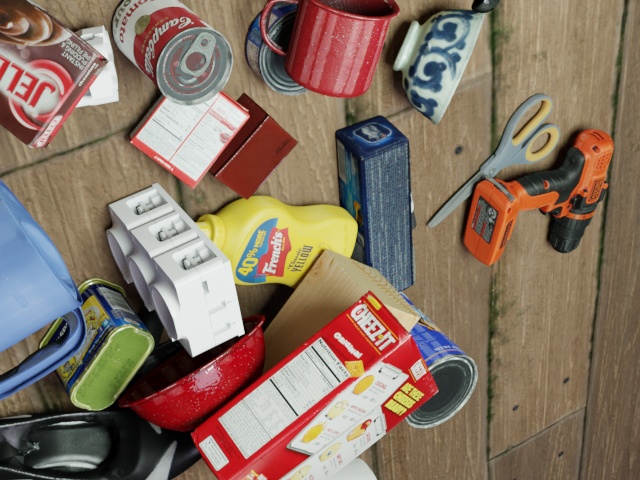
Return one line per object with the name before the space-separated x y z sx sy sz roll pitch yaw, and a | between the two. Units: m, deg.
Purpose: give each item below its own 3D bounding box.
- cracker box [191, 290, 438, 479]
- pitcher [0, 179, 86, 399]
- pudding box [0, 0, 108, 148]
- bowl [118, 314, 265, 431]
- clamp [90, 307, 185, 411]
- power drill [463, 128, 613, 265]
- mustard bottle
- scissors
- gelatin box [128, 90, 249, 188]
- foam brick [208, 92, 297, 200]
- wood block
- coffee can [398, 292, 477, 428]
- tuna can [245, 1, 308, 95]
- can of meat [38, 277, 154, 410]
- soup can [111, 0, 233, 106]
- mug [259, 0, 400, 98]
cracker box | -0.001 0.161 1.014 0.213 0.072 0.164 -39 151 -5
pitcher | -0.328 0.071 0.900 0.242 0.149 0.145 -34 163 -6
pudding box | -0.236 -0.140 0.833 0.090 0.113 0.039 -52 174 6
bowl | -0.111 0.135 1.025 0.162 0.162 0.055 -32 96 -13
clamp | -0.170 0.123 1.114 0.120 0.039 0.171 30 106 -40
power drill | 0.263 -0.036 1.291 0.187 0.057 0.184 -22 137 -28
mustard bottle | -0.057 0.002 1.095 0.191 0.058 0.096 8 120 -39
scissors | 0.213 -0.082 1.259 0.096 0.016 0.202 27 102 -44
gelatin box | -0.120 -0.105 0.977 0.073 0.030 0.089 37 96 -20
foam brick | -0.072 -0.089 1.024 0.078 0.051 0.053 -48 136 3
wood block | -0.004 0.124 1.120 0.090 0.091 0.206 23 109 -45
coffee can | 0.100 0.135 1.243 0.102 0.140 0.103 -18 129 -24
tuna can | -0.027 -0.182 1.003 0.086 0.034 0.086 -18 129 -24
can of meat | -0.216 0.101 1.033 0.057 0.084 0.102 27 102 -44
soup can | -0.126 -0.164 0.895 0.068 0.102 0.068 -19 129 -24
mug | 0.003 -0.182 0.945 0.117 0.093 0.082 12 122 -7
